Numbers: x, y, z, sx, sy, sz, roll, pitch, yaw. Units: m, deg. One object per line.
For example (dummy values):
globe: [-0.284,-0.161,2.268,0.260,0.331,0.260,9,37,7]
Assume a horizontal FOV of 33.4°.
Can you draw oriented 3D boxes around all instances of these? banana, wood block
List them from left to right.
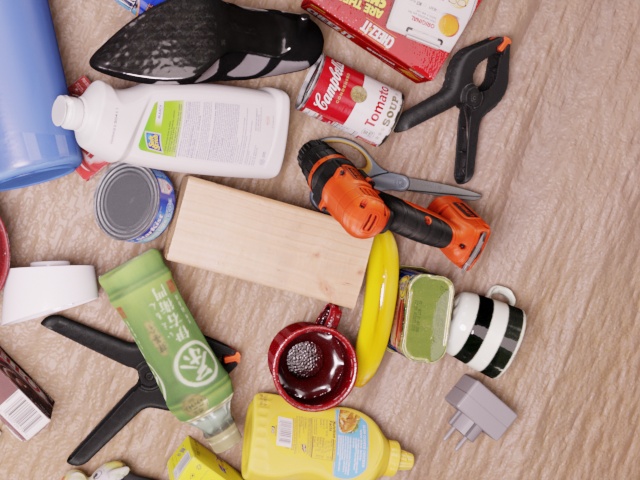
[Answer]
wood block: [-0.057,0.001,1.145,0.206,0.091,0.090,15,90,-11]
banana: [0.061,0.070,1.183,0.037,0.070,0.198,6,92,-9]

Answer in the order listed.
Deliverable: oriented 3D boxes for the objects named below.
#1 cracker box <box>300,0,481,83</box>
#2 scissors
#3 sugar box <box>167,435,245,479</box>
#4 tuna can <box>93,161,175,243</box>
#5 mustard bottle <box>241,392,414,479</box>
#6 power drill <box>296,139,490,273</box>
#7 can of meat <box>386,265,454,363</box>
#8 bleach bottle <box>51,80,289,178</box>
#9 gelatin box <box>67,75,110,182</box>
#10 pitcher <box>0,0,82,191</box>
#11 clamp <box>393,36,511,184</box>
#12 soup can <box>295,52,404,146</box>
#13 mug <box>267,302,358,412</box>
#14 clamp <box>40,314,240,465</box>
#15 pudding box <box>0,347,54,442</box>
cracker box: [0.103,-0.305,1.170,0.164,0.072,0.213,32,88,-11]
scissors: [0.075,-0.050,1.204,0.201,0.016,0.096,25,91,-9]
sugar box: [-0.083,0.287,1.155,0.176,0.093,0.048,36,88,-12]
tuna can: [-0.195,-0.040,1.122,0.086,0.033,0.086,-4,81,27]
mustard bottle: [0.012,0.230,1.180,0.191,0.058,0.096,11,55,-12]
power drill: [0.074,-0.038,1.130,0.187,0.184,0.057,17,111,-27]
can of meat: [0.108,0.082,1.186,0.057,0.084,0.102,6,92,-12]
bleach bottle: [-0.149,-0.122,1.077,0.250,0.068,0.102,5,93,-40]
gelatin box: [-0.249,-0.118,1.131,0.073,0.030,0.089,-40,99,-5]
pitcher: [-0.327,-0.173,1.051,0.144,0.149,0.243,-15,89,-41]
clamp: [0.154,-0.161,1.197,0.120,0.039,0.171,26,85,-35]
soup can: [0.032,-0.152,1.166,0.102,0.068,0.068,24,88,-12]
mug: [-0.009,0.122,1.166,0.093,0.081,0.117,22,89,-12]
clamp: [-0.193,0.136,1.152,0.209,0.036,0.164,-17,99,-12]
pudding box: [-0.326,0.148,1.101,0.039,0.090,0.113,-40,100,-5]
